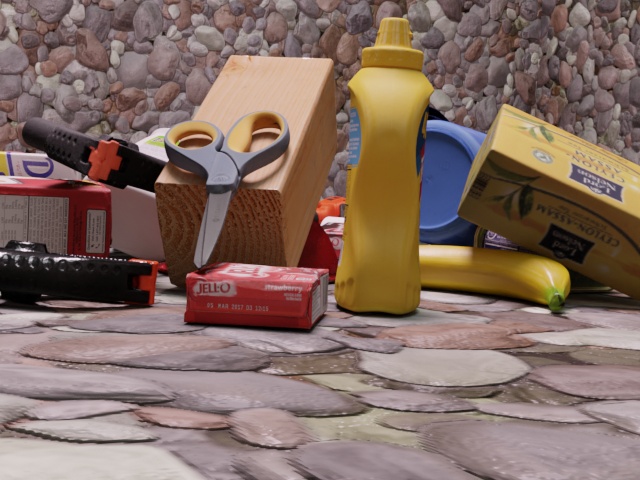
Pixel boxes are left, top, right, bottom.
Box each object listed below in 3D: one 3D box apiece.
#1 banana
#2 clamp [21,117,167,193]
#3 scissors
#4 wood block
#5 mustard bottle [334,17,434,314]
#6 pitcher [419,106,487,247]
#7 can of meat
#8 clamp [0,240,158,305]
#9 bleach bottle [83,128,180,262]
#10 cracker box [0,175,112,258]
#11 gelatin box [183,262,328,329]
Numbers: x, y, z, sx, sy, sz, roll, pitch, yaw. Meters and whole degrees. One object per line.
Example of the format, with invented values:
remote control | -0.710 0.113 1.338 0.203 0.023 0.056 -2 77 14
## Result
banana | 0.116 0.023 0.826 0.198 0.037 0.069 6 3 42
clamp | -0.166 -0.063 0.805 0.164 0.036 0.210 18 2 -1
scissors | -0.079 -0.039 0.691 0.096 0.016 0.201 5 32 18
wood block | -0.049 -0.057 0.818 0.091 0.090 0.206 3 34 10
mustard bottle | 0.043 -0.051 0.711 0.058 0.191 0.096 3 4 3
pitcher | 0.133 -0.057 1.041 0.149 0.145 0.242 15 3 22
can of meat | 0.197 0.013 0.918 0.101 0.057 0.084 0 7 -33
clamp | -0.187 0.018 0.642 0.171 0.039 0.120 3 5 -1
bleach bottle | -0.148 -0.061 1.053 0.102 0.068 0.250 22 23 4
cracker box | -0.273 -0.015 0.830 0.213 0.072 0.164 2 5 -14
gelatin box | -0.036 0.031 0.634 0.073 0.030 0.089 3 3 7
